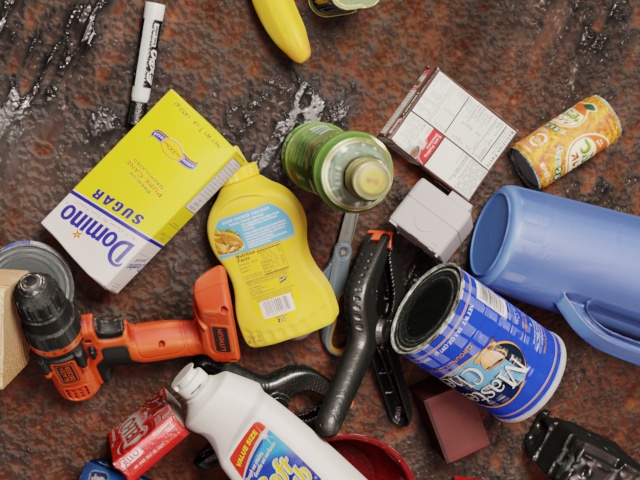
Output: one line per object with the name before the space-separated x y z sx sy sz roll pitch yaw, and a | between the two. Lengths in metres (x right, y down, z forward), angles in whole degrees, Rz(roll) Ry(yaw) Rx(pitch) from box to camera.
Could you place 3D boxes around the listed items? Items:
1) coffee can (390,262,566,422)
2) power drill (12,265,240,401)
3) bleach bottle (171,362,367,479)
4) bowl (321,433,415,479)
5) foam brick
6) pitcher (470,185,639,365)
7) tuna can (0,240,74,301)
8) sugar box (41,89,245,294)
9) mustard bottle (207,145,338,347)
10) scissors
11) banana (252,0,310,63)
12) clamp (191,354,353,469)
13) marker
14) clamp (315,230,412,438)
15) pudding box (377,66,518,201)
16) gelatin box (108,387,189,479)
coffee can | 0.154 0.101 1.045 0.140 0.103 0.103 34 91 -20
power drill | -0.173 0.075 0.974 0.187 0.057 0.184 -9 146 -3
bleach bottle | -0.046 0.213 1.014 0.103 0.068 0.250 -42 104 17
bowl | 0.017 0.261 1.099 0.162 0.055 0.162 -2 106 -8
foam brick | 0.135 0.183 1.121 0.051 0.053 0.078 -23 105 -8
pitcher | 0.281 0.034 1.085 0.242 0.149 0.145 16 96 -12
tuna can | -0.277 0.043 1.010 0.086 0.034 0.086 -2 100 -13
sugar box | -0.165 -0.045 0.994 0.093 0.048 0.176 43 87 15
mustard bottle | -0.057 0.001 1.033 0.096 0.058 0.191 -18 97 15
scissors | 0.003 0.020 1.080 0.096 0.016 0.202 -4 100 -12
banana | -0.044 -0.266 0.997 0.037 0.070 0.198 -21 115 -47
clamp | -0.053 0.158 1.080 0.171 0.039 0.120 -12 107 -17
marker | -0.166 -0.163 1.007 0.020 0.020 0.121 9 98 -15
clamp | 0.057 0.097 1.075 0.164 0.036 0.210 20 75 -57
pudding box | 0.129 -0.107 1.076 0.113 0.039 0.090 35 90 -18
gelatin box | -0.167 0.186 1.031 0.073 0.089 0.030 -40 106 -4
